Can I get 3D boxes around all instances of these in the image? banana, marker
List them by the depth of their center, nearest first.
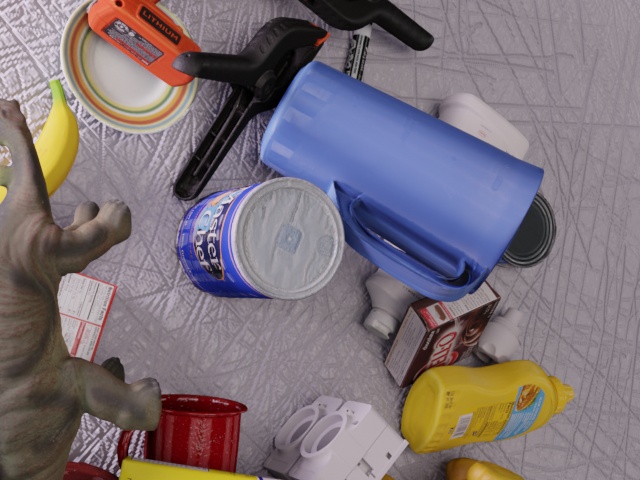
[{"bbox_3d":[-0.267,-0.047,0.897,0.069,0.037,0.197,41,69,-1],"label":"banana"},{"bbox_3d":[0.037,-0.185,1.065,0.020,0.020,0.121,16,81,-26],"label":"marker"}]

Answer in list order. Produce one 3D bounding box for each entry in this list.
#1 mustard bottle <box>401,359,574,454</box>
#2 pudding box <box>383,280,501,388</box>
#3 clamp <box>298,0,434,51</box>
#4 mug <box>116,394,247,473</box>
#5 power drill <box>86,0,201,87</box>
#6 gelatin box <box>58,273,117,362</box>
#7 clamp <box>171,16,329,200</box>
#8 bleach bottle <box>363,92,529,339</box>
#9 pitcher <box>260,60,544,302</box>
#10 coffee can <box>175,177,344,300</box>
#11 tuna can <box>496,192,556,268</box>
[{"bbox_3d":[0.181,0.165,1.090,0.191,0.058,0.096,-2,126,-28],"label":"mustard bottle"},{"bbox_3d":[0.118,0.090,1.047,0.089,0.114,0.039,-22,59,-26],"label":"pudding box"},{"bbox_3d":[0.047,-0.233,1.034,0.171,0.039,0.120,-21,91,-38],"label":"clamp"},{"bbox_3d":[-0.122,0.182,0.928,0.117,0.093,0.081,5,91,-40],"label":"mug"},{"bbox_3d":[-0.110,-0.233,0.959,0.184,0.057,0.187,34,62,-22],"label":"power drill"},{"bbox_3d":[-0.228,0.060,0.914,0.089,0.030,0.073,21,77,-25],"label":"gelatin box"},{"bbox_3d":[-0.064,-0.148,0.960,0.036,0.165,0.209,33,60,18],"label":"clamp"},{"bbox_3d":[0.111,-0.019,1.074,0.102,0.068,0.250,36,76,-17],"label":"bleach bottle"},{"bbox_3d":[0.067,-0.056,0.974,0.243,0.149,0.145,29,98,2],"label":"pitcher"},{"bbox_3d":[-0.056,0.001,0.941,0.102,0.141,0.103,1,87,-27],"label":"coffee can"},{"bbox_3d":[0.208,-0.013,1.137,0.086,0.034,0.086,1,88,-27],"label":"tuna can"}]
